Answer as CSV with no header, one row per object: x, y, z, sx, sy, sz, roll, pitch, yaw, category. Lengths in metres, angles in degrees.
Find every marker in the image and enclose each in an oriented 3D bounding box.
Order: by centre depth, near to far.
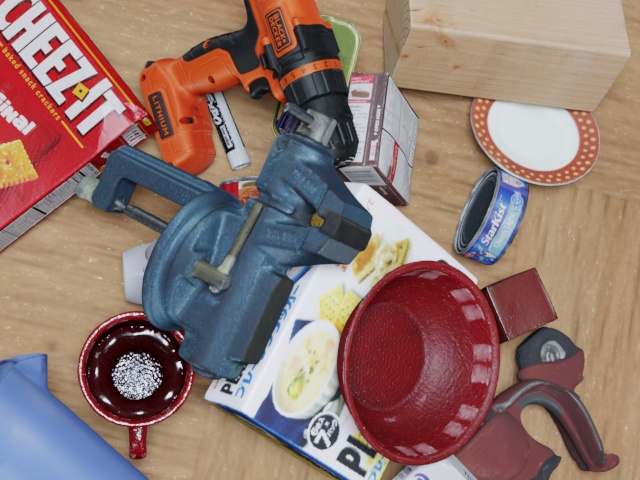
-0.094,-0.123,0.979,0.020,0.020,0.121,-20,82,-14,marker

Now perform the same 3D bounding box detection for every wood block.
0.170,-0.191,0.997,0.206,0.090,0.091,5,60,-9,wood block

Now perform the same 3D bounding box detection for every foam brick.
0.168,0.063,0.959,0.053,0.078,0.051,-20,81,-14,foam brick

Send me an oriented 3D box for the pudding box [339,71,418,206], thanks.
0.054,-0.088,0.953,0.039,0.113,0.090,2,75,19,pudding box

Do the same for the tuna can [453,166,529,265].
0.155,-0.021,0.970,0.033,0.086,0.086,23,75,-7,tuna can

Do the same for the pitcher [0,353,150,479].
-0.198,0.218,0.811,0.149,0.145,0.242,-38,109,27,pitcher

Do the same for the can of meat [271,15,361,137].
-0.004,-0.143,0.967,0.057,0.084,0.102,15,76,-8,can of meat

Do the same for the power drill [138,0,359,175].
-0.061,-0.123,0.907,0.057,0.188,0.184,-3,73,-54,power drill

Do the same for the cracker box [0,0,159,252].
-0.272,-0.097,0.895,0.213,0.072,0.164,-39,87,-3,cracker box

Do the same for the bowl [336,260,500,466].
0.068,0.096,0.857,0.161,0.055,0.162,-1,91,-35,bowl

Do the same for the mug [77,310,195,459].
-0.152,0.122,0.884,0.093,0.081,0.117,-4,79,-11,mug
